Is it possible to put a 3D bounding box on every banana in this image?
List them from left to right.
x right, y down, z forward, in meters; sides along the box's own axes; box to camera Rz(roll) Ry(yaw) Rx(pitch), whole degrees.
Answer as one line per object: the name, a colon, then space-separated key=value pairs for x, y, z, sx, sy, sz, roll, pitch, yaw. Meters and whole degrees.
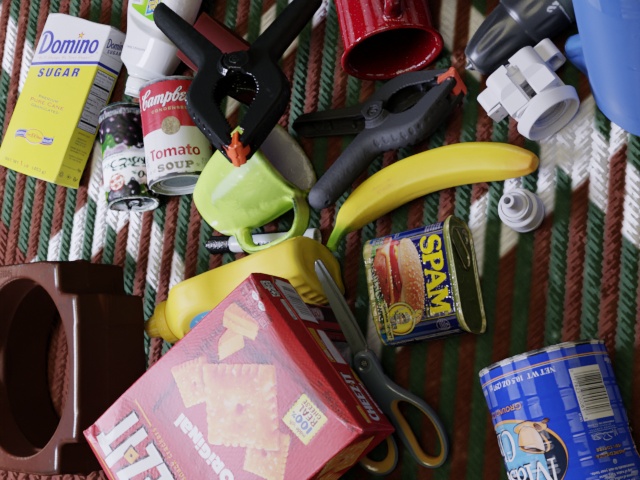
banana: x=0.093 y=-0.048 z=0.939 sx=0.198 sy=0.037 sz=0.069 roll=-24 pitch=52 yaw=17

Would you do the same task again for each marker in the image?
marker: x=-0.057 y=0.001 z=1.022 sx=0.121 sy=0.020 sz=0.020 roll=-4 pitch=79 yaw=26

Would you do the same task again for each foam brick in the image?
foam brick: x=-0.092 y=-0.178 z=1.054 sx=0.078 sy=0.051 sz=0.053 roll=41 pitch=101 yaw=27

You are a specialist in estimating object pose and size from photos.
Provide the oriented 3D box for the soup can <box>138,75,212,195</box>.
soup can: x=-0.142 y=-0.103 z=1.056 sx=0.069 sy=0.068 sz=0.102 roll=-13 pitch=76 yaw=24

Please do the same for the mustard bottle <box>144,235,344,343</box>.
mustard bottle: x=-0.081 y=0.054 z=0.981 sx=0.192 sy=0.096 sz=0.058 roll=-21 pitch=69 yaw=22

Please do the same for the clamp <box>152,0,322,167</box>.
clamp: x=-0.085 y=-0.156 z=0.976 sx=0.164 sy=0.036 sz=0.210 roll=-2 pitch=55 yaw=10

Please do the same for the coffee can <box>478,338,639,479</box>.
coffee can: x=0.190 y=0.157 z=0.822 sx=0.103 sy=0.102 sz=0.140 roll=-21 pitch=72 yaw=22

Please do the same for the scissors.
scissors: x=0.030 y=0.121 z=0.922 sx=0.096 sy=0.016 sz=0.202 roll=-41 pitch=86 yaw=26

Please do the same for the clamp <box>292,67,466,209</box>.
clamp: x=0.051 y=-0.096 z=0.959 sx=0.172 sy=0.039 sz=0.120 roll=-23 pitch=51 yaw=23

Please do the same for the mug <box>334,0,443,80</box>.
mug: x=0.057 y=-0.206 z=0.952 sx=0.093 sy=0.117 sz=0.081 roll=-10 pitch=70 yaw=-1

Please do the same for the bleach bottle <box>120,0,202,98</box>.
bleach bottle: x=-0.157 y=-0.268 z=1.095 sx=0.103 sy=0.067 sz=0.251 roll=21 pitch=96 yaw=49

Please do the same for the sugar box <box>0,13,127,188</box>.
sugar box: x=-0.276 y=-0.151 z=1.145 sx=0.093 sy=0.048 sz=0.176 roll=18 pitch=90 yaw=28

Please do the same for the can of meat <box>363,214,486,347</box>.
can of meat: x=0.089 y=0.038 z=0.921 sx=0.084 sy=0.057 sz=0.102 roll=-15 pitch=74 yaw=27

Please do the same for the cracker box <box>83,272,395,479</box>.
cracker box: x=-0.072 y=0.155 z=0.870 sx=0.214 sy=0.072 sz=0.164 roll=-43 pitch=65 yaw=14
